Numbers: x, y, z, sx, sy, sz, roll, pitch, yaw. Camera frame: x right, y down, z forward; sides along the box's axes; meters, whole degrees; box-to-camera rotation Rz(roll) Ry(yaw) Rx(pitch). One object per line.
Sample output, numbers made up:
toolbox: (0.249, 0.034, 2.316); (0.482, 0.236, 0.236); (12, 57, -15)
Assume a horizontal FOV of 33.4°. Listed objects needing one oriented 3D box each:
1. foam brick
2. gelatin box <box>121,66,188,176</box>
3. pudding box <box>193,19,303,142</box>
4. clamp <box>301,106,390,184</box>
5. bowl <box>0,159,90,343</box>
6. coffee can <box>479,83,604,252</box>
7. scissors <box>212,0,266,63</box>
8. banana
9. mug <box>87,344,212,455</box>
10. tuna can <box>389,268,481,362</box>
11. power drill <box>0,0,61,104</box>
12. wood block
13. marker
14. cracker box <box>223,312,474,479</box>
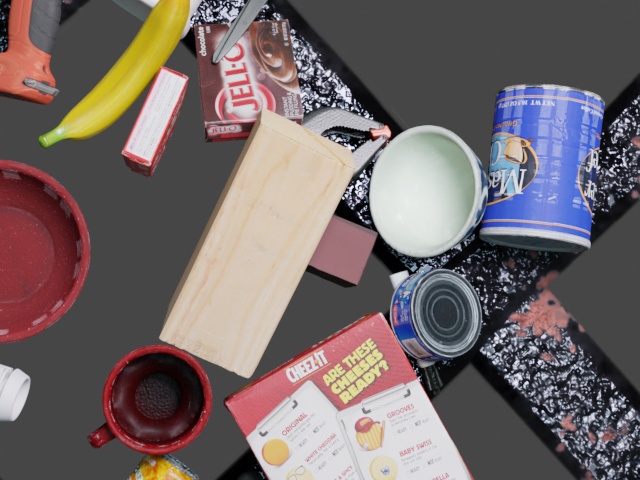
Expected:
foam brick: (0.014, 0.010, 0.984); (0.053, 0.078, 0.051); (22, 84, -4)
gelatin box: (-0.149, -0.106, 0.971); (0.030, 0.073, 0.089); (23, 83, -6)
pudding box: (-0.068, -0.148, 0.986); (0.090, 0.039, 0.113); (-5, 63, -9)
clamp: (-0.022, -0.090, 1.007); (0.171, 0.039, 0.120); (-22, 88, -12)
bowl: (-0.286, 0.011, 0.951); (0.162, 0.055, 0.162); (1, 86, -8)
coffee can: (0.208, -0.066, 1.005); (0.102, 0.103, 0.140); (8, 84, -8)
scissors: (-0.059, -0.256, 1.006); (0.096, 0.016, 0.201); (45, 68, 5)
banana: (-0.172, -0.151, 0.956); (0.037, 0.069, 0.198); (44, 109, -3)
mug: (-0.154, 0.146, 0.947); (0.117, 0.081, 0.093); (-37, 92, -10)
tuna can: (0.109, 0.070, 0.999); (0.086, 0.034, 0.086); (8, 75, -30)
power drill: (-0.283, -0.224, 0.951); (0.185, 0.057, 0.188); (14, 91, 22)
wood block: (-0.056, 0.001, 0.933); (0.090, 0.091, 0.206); (25, 104, -8)
marker: (0.093, 0.088, 1.019); (0.020, 0.020, 0.121); (-18, 88, -9)
cracker box: (0.033, 0.198, 0.976); (0.164, 0.072, 0.214); (-29, 89, -10)
